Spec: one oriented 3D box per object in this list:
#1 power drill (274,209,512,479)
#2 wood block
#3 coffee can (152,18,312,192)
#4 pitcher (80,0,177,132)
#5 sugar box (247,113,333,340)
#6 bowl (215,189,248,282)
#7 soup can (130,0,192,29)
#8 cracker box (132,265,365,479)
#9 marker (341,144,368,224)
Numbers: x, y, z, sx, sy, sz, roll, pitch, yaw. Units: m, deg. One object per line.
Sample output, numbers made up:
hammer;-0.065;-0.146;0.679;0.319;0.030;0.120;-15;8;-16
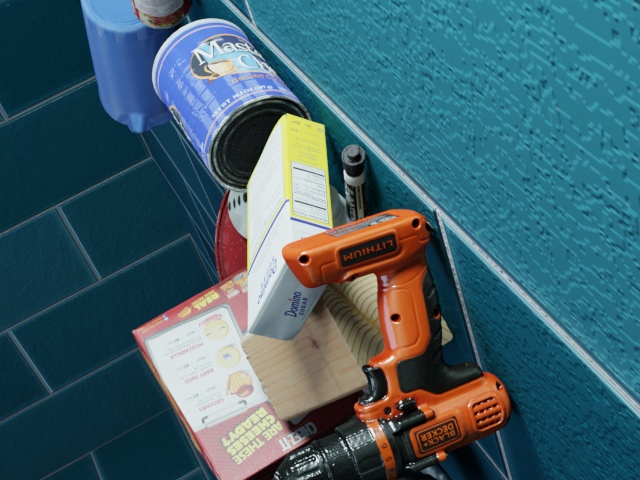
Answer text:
power drill;0.034;0.083;0.769;0.057;0.184;0.187;-161;53;-71
wood block;0.014;0.088;0.936;0.091;0.090;0.206;62;153;5
coffee can;-0.083;-0.126;0.983;0.140;0.102;0.103;54;168;40
pitcher;-0.249;-0.273;1.438;0.149;0.145;0.243;47;163;15
sugar box;-0.026;-0.013;0.872;0.176;0.048;0.093;-97;27;-45
bowl;-0.058;0.002;1.222;0.161;0.055;0.162;2;-90;-65
soup can;-0.178;-0.283;1.148;0.068;0.068;0.102;59;170;17
cracker box;-0.071;0.143;1.095;0.214;0.164;0.072;52;164;33
marker;0.029;-0.043;0.877;0.020;0.020;0.121;58;170;24
